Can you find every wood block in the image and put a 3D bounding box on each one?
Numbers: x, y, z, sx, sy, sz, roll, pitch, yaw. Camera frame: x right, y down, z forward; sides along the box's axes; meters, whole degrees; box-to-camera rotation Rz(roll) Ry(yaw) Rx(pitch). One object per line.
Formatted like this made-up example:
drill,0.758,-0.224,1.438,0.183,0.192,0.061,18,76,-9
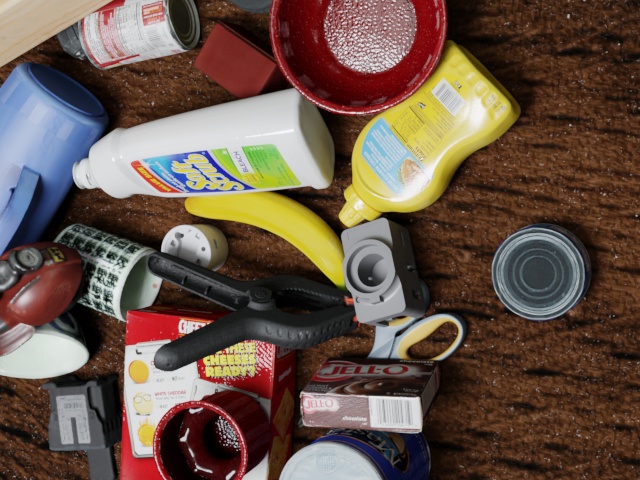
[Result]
wood block,-0.313,-0.239,1.038,0.206,0.090,0.091,-25,77,19

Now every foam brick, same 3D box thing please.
foam brick,-0.072,-0.170,1.036,0.078,0.053,0.051,36,107,15

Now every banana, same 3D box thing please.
banana,-0.045,-0.013,1.049,0.198,0.037,0.070,32,105,16

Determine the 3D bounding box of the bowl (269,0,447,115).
bowl,0.038,-0.194,0.960,0.162,0.055,0.162,3,99,16

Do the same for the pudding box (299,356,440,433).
pudding box,0.047,0.140,0.983,0.114,0.090,0.039,2,107,17

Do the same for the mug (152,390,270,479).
mug,-0.099,0.197,0.991,0.093,0.081,0.117,15,98,17

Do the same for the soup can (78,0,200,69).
soup can,-0.180,-0.213,1.065,0.102,0.068,0.068,-8,92,21

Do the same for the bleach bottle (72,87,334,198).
bleach bottle,-0.120,-0.079,1.030,0.251,0.102,0.068,-9,53,19

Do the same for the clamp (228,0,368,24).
clamp,-0.032,-0.270,1.017,0.172,0.039,0.120,6,97,17

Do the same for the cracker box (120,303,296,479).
cracker box,-0.113,0.179,1.077,0.164,0.072,0.214,5,96,19

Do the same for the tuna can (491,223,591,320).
tuna can,0.198,0.028,0.959,0.086,0.033,0.086,2,96,21

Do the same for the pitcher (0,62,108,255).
pitcher,-0.324,-0.055,1.102,0.149,0.144,0.243,42,105,16

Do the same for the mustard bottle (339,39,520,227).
mustard bottle,0.085,-0.083,0.978,0.192,0.058,0.096,-46,68,19

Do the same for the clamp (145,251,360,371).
clamp,-0.062,0.070,0.988,0.210,0.164,0.036,6,123,-7

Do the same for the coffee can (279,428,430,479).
coffee can,0.034,0.219,0.985,0.103,0.140,0.103,2,96,21

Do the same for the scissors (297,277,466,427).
scissors,0.044,0.104,1.037,0.202,0.016,0.096,-25,84,22
